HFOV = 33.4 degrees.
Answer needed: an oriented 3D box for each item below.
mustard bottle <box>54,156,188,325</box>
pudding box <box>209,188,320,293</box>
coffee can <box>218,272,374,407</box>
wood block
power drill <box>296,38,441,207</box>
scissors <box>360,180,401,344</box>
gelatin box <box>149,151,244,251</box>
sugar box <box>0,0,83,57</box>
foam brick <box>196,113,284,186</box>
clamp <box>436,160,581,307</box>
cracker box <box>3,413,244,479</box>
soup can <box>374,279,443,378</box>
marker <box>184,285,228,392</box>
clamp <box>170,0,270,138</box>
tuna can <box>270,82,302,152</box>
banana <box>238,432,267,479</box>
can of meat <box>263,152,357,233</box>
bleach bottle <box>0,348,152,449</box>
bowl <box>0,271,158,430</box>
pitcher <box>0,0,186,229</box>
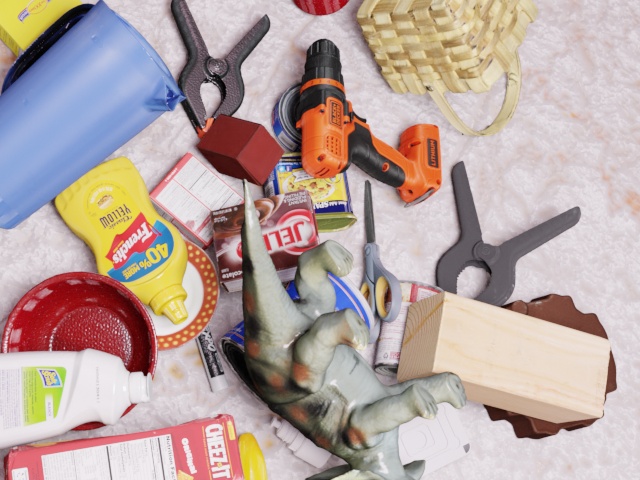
[{"bbox_3d":[-0.197,0.009,1.139,0.096,0.058,0.192,-32,74,-10],"label":"mustard bottle"},{"bbox_3d":[-0.058,0.001,1.154,0.113,0.039,0.090,-14,61,5],"label":"pudding box"},{"bbox_3d":[-0.026,0.103,1.163,0.140,0.103,0.103,-40,89,-22],"label":"coffee can"},{"bbox_3d":[0.200,0.130,1.163,0.206,0.091,0.090,17,72,-17],"label":"wood block"},{"bbox_3d":[0.055,-0.131,1.241,0.187,0.057,0.184,21,56,-30],"label":"power drill"},{"bbox_3d":[0.068,0.017,1.224,0.016,0.096,0.202,11,75,-25],"label":"scissors"},{"bbox_3d":[-0.141,-0.044,1.207,0.089,0.030,0.073,41,68,-6],"label":"gelatin box"},{"bbox_3d":[-0.288,-0.219,1.202,0.176,0.048,0.093,46,68,1],"label":"sugar box"},{"bbox_3d":[-0.090,-0.103,1.204,0.051,0.078,0.053,-54,134,-15],"label":"foam brick"},{"bbox_3d":[0.191,0.010,1.278,0.165,0.036,0.210,30,77,19],"label":"clamp"},{"bbox_3d":[-0.198,0.222,1.046,0.213,0.164,0.072,-7,80,-18],"label":"cracker box"},{"bbox_3d":[0.102,0.104,1.220,0.068,0.069,0.102,15,72,-13],"label":"soup can"},{"bbox_3d":[-0.128,0.108,1.176,0.020,0.020,0.121,-16,81,-20],"label":"marker"},{"bbox_3d":[-0.115,-0.204,1.254,0.120,0.039,0.171,0,82,-12],"label":"clamp"},{"bbox_3d":[-0.014,-0.145,1.271,0.086,0.034,0.086,4,74,-16],"label":"tuna can"},{"bbox_3d":[-0.094,0.303,1.123,0.069,0.037,0.197,30,69,-9],"label":"banana"},{"bbox_3d":[-0.015,-0.055,1.234,0.102,0.058,0.084,-4,74,-18],"label":"can of meat"},{"bbox_3d":[-0.291,0.161,1.046,0.251,0.068,0.102,-4,87,0],"label":"bleach bottle"},{"bbox_3d":[-0.243,0.113,1.105,0.162,0.055,0.162,0,87,2],"label":"bowl"},{"bbox_3d":[-0.275,-0.132,1.114,0.243,0.149,0.145,-40,107,0],"label":"pitcher"}]
